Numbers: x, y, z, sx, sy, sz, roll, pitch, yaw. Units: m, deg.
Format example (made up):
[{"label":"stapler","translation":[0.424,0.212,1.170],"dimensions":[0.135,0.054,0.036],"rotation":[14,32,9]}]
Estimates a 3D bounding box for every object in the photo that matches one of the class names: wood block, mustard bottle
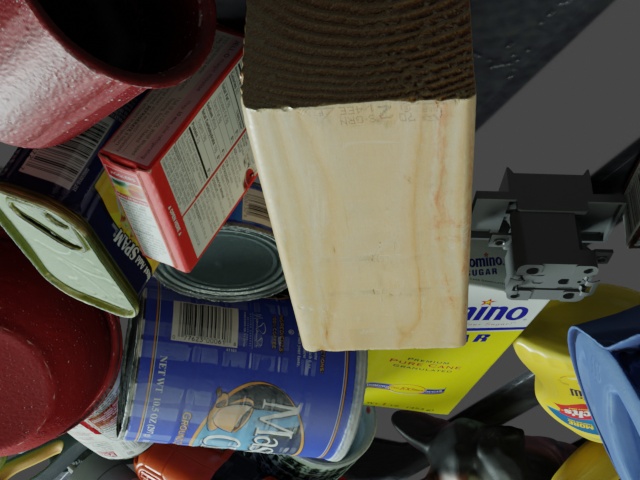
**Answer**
[{"label":"wood block","translation":[0.024,-0.034,0.498],"dimensions":[0.090,0.091,0.206],"rotation":[-2,149,5]},{"label":"mustard bottle","translation":[0.195,0.096,0.738],"dimensions":[0.096,0.058,0.191],"rotation":[-1,151,21]}]

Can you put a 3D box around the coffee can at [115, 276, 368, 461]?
[{"label":"coffee can","translation":[-0.051,0.081,0.673],"dimensions":[0.140,0.103,0.103],"rotation":[8,147,-13]}]

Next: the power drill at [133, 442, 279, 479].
[{"label":"power drill","translation":[-0.051,0.233,0.819],"dimensions":[0.185,0.057,0.188],"rotation":[25,143,24]}]

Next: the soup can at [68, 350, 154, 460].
[{"label":"soup can","translation":[-0.156,0.106,0.748],"dimensions":[0.068,0.068,0.102],"rotation":[-8,148,13]}]

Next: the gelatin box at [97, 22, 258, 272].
[{"label":"gelatin box","translation":[-0.056,-0.042,0.481],"dimensions":[0.030,0.089,0.073],"rotation":[20,149,22]}]

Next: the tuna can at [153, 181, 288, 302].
[{"label":"tuna can","translation":[-0.054,0.001,0.608],"dimensions":[0.086,0.034,0.086],"rotation":[0,149,0]}]

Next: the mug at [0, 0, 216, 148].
[{"label":"mug","translation":[-0.094,-0.089,0.425],"dimensions":[0.082,0.093,0.117],"rotation":[-24,178,41]}]

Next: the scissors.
[{"label":"scissors","translation":[-0.169,0.133,0.825],"dimensions":[0.201,0.096,0.016],"rotation":[-30,121,-6]}]

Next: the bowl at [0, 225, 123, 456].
[{"label":"bowl","translation":[-0.201,0.073,0.634],"dimensions":[0.162,0.055,0.162],"rotation":[-2,116,-5]}]

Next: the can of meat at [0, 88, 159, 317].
[{"label":"can of meat","translation":[-0.101,-0.026,0.505],"dimensions":[0.057,0.084,0.102],"rotation":[18,155,21]}]

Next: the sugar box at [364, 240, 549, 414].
[{"label":"sugar box","translation":[0.070,0.056,0.687],"dimensions":[0.093,0.048,0.176],"rotation":[8,149,-12]}]
